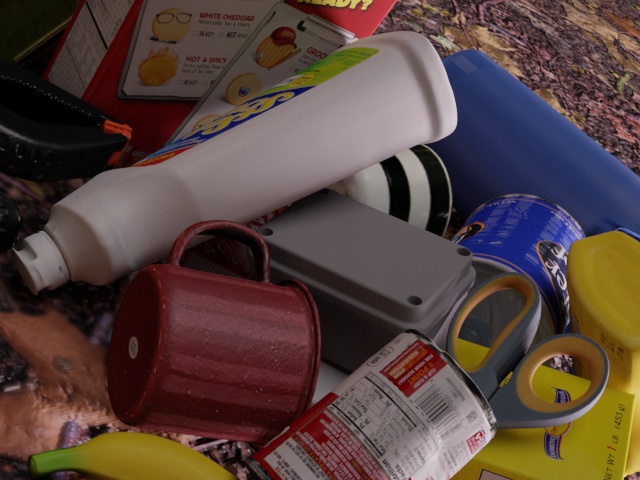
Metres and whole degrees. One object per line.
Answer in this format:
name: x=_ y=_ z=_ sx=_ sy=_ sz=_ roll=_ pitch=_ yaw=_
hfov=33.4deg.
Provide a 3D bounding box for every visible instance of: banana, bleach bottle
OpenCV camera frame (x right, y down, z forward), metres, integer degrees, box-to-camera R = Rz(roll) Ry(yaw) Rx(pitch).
banana: x=-0.042 y=0.149 z=0.489 sx=0.198 sy=0.037 sz=0.069 roll=40 pitch=54 yaw=8
bleach bottle: x=-0.050 y=-0.039 z=0.598 sx=0.250 sy=0.103 sz=0.068 roll=-29 pitch=108 yaw=-22

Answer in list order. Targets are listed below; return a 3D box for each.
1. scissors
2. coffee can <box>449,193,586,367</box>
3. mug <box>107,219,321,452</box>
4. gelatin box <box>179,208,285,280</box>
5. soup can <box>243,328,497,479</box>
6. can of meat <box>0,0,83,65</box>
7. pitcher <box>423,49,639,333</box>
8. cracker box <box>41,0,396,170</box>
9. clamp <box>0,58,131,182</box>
scissors: x=0.079 y=0.104 z=0.543 sx=0.096 sy=0.016 sz=0.201 roll=23 pitch=63 yaw=15
coffee can: x=0.124 y=0.037 z=0.738 sx=0.103 sy=0.103 sz=0.140 roll=41 pitch=31 yaw=5
mug: x=-0.056 y=0.046 z=0.543 sx=0.081 sy=0.093 sz=0.117 roll=13 pitch=78 yaw=-27
gelatin box: x=-0.054 y=0.001 z=0.675 sx=0.073 sy=0.030 sz=0.089 roll=26 pitch=33 yaw=-20
soup can: x=0.024 y=0.098 z=0.502 sx=0.102 sy=0.068 sz=0.068 roll=-38 pitch=73 yaw=-13
can of meat: x=-0.171 y=-0.160 z=0.703 sx=0.057 sy=0.102 sz=0.083 roll=60 pitch=33 yaw=-8
pitcher: x=0.177 y=-0.042 z=0.891 sx=0.144 sy=0.149 sz=0.243 roll=-21 pitch=59 yaw=-38
cracker box: x=-0.062 y=-0.131 z=0.664 sx=0.163 sy=0.214 sz=0.072 roll=6 pitch=43 yaw=-41
clamp: x=-0.198 y=-0.081 z=0.561 sx=0.209 sy=0.036 sz=0.165 roll=11 pitch=32 yaw=-45
